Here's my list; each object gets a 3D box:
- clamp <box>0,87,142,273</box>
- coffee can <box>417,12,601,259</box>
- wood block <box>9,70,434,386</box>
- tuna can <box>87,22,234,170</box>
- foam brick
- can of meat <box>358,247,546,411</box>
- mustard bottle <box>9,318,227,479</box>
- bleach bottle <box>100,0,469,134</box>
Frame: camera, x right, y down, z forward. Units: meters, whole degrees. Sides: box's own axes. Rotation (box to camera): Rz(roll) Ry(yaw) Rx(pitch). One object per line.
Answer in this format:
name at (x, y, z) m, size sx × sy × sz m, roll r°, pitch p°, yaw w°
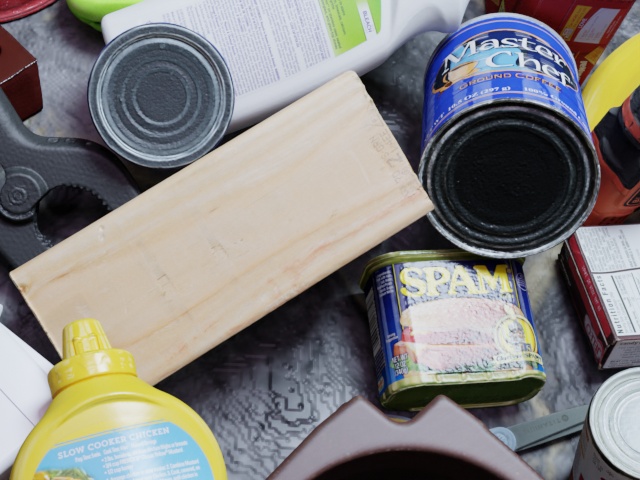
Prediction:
clamp at (-0.187, -0.020, 0.631) m, size 0.210 × 0.036 × 0.164 m, roll 33°, pitch 90°, yaw -11°
coffee can at (0.113, -0.068, 0.658) m, size 0.103 × 0.103 × 0.140 m, roll 14°, pitch 32°, yaw -1°
wood block at (-0.054, 0.000, 0.592) m, size 0.206 × 0.091 × 0.090 m, roll -32°, pitch 95°, yaw -8°
tuna can at (-0.093, -0.084, 0.624) m, size 0.086 × 0.034 × 0.086 m, roll -1°, pitch 99°, yaw -7°
foam brick at (-0.225, -0.095, 0.680) m, size 0.053 × 0.051 × 0.078 m, roll 42°, pitch 64°, yaw 15°
can of meat at (0.079, 0.055, 0.643) m, size 0.102 × 0.057 × 0.084 m, roll -2°, pitch 64°, yaw -10°
mustard bottle at (-0.086, 0.125, 0.472) m, size 0.096 × 0.058 × 0.192 m, roll -11°, pitch 68°, yaw -18°
bleach bottle at (-0.004, -0.132, 0.677) m, size 0.251 × 0.068 × 0.102 m, roll -17°, pitch 99°, yaw -2°
